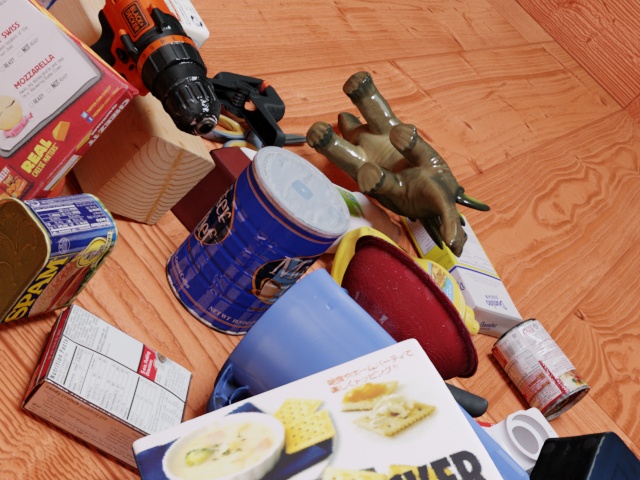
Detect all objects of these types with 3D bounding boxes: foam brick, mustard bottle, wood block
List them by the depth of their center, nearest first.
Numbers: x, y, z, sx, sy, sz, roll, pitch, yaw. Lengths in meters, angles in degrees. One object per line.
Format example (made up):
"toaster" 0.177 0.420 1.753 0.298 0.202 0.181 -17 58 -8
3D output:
"wood block" -0.193 -0.128 0.993 0.090 0.091 0.206 22 32 -55
"foam brick" -0.097 -0.046 1.030 0.051 0.078 0.052 47 27 11
"mustard bottle" 0.099 0.063 1.144 0.191 0.058 0.096 26 60 -31

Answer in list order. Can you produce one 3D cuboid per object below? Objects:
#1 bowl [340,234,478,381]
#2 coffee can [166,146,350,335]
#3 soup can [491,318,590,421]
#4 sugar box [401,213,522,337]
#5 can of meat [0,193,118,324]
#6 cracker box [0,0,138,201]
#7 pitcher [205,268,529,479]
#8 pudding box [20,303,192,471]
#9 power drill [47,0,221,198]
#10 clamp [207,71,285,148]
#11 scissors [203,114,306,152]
"bowl" 0.066 0.075 0.960 0.055 0.162 0.162 -37 69 -18
"coffee can" -0.056 0.001 0.947 0.102 0.140 0.103 32 29 -20
"soup can" 0.252 0.149 1.232 0.068 0.069 0.102 3 46 -52
"sugar box" 0.173 0.034 1.318 0.093 0.048 0.176 18 40 -41
"can of meat" -0.206 0.013 0.772 0.057 0.102 0.083 49 25 14
"cracker box" -0.272 -0.123 0.805 0.213 0.164 0.072 41 2 -3
"pitcher" 0.036 0.152 0.841 0.243 0.149 0.145 42 0 12
"pudding box" -0.152 0.108 0.776 0.113 0.039 0.090 32 29 -17
"power drill" -0.181 -0.114 0.890 0.057 0.188 0.184 40 17 -55
"clamp" -0.102 -0.166 1.229 0.164 0.036 0.210 28 18 -2
"scissors" -0.063 -0.106 1.232 0.201 0.016 0.096 10 38 -46
